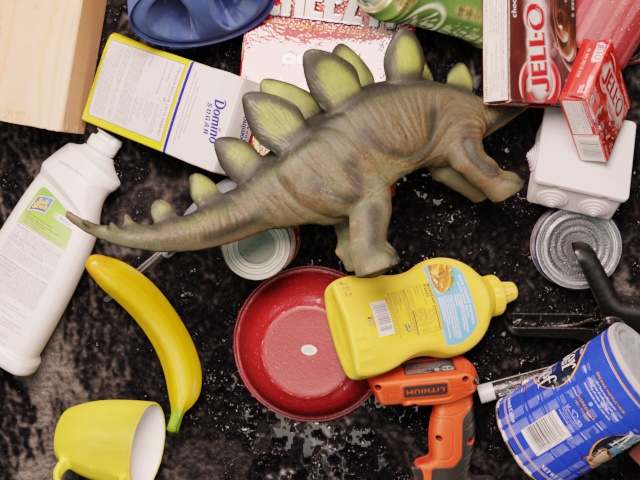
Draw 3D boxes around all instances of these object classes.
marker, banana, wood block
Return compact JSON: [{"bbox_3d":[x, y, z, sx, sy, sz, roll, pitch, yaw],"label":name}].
[{"bbox_3d":[0.217,0.138,1.068,0.121,0.020,0.020,-16,92,5],"label":"marker"},{"bbox_3d":[-0.166,0.091,1.065,0.037,0.069,0.198,-19,103,29],"label":"banana"},{"bbox_3d":[-0.267,-0.214,1.045,0.090,0.091,0.206,11,94,2],"label":"wood block"}]

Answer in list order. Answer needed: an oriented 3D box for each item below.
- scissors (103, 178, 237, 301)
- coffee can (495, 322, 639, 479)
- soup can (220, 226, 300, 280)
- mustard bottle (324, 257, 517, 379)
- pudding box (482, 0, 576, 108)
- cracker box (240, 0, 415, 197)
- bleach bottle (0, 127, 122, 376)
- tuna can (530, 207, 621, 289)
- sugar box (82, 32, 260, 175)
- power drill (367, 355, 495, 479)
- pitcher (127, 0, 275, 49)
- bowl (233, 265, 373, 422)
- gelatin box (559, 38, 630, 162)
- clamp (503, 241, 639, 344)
[{"bbox_3d":[-0.135,-0.001,1.078,0.202,0.096,0.016,-43,73,36],"label":"scissors"},{"bbox_3d":[0.252,0.157,1.004,0.140,0.102,0.103,-39,90,26],"label":"coffee can"},{"bbox_3d":[-0.057,0.001,1.037,0.068,0.102,0.068,0,93,4],"label":"soup can"},{"bbox_3d":[0.105,0.068,1.031,0.191,0.058,0.096,-12,77,-20],"label":"mustard bottle"},{"bbox_3d":[0.188,-0.177,0.959,0.089,0.039,0.113,-4,93,-38],"label":"pudding box"},{"bbox_3d":[0.005,-0.156,1.038,0.164,0.072,0.214,8,94,3],"label":"cracker box"},{"bbox_3d":[-0.270,0.005,1.074,0.102,0.068,0.251,32,93,1],"label":"bleach bottle"},{"bbox_3d":[0.251,0.005,1.050,0.086,0.033,0.086,0,94,4],"label":"tuna can"},{"bbox_3d":[-0.143,-0.132,1.028,0.176,0.048,0.093,23,98,28],"label":"sugar box"},{"bbox_3d":[0.092,0.213,1.051,0.184,0.057,0.188,-8,105,-2],"label":"power drill"},{"bbox_3d":[-0.134,-0.307,0.995,0.149,0.144,0.243,-21,72,22],"label":"pitcher"},{"bbox_3d":[-0.011,0.107,1.065,0.162,0.055,0.162,0,93,4],"label":"bowl"},{"bbox_3d":[0.251,-0.127,0.969,0.030,0.089,0.073,9,58,34],"label":"gelatin box"},{"bbox_3d":[0.277,0.069,1.027,0.171,0.039,0.120,19,131,-11],"label":"clamp"}]
